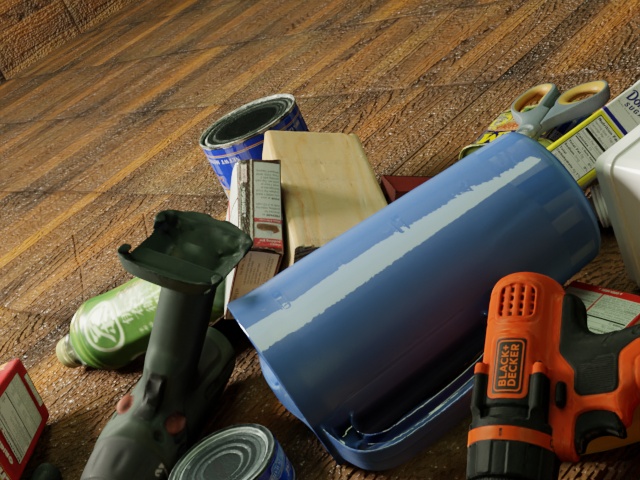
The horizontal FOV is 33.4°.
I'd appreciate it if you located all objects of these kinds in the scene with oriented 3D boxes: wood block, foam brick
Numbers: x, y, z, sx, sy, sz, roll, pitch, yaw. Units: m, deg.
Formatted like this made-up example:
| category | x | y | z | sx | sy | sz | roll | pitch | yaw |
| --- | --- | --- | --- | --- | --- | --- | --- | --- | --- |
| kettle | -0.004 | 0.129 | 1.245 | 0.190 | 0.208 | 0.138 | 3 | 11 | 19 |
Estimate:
| category | x | y | z | sx | sy | sz | roll | pitch | yaw |
| --- | --- | --- | --- | --- | --- | --- | --- | --- | --- |
| wood block | 0.004 | -0.008 | 0.899 | 0.090 | 0.091 | 0.206 | 1 | 30 | -10 |
| foam brick | 0.077 | -0.011 | 0.894 | 0.051 | 0.078 | 0.053 | 0 | 19 | -11 |

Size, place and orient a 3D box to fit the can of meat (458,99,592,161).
| category | x | y | z | sx | sy | sz | roll | pitch | yaw |
| --- | --- | --- | --- | --- | --- | --- | --- | --- | --- |
| can of meat | 0.191 | -0.083 | 0.971 | 0.102 | 0.057 | 0.083 | -3 | 29 | 40 |

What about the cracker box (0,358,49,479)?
| category | x | y | z | sx | sy | sz | roll | pitch | yaw |
| --- | --- | --- | --- | --- | --- | --- | --- | --- | --- |
| cracker box | -0.317 | 0.185 | 0.862 | 0.164 | 0.072 | 0.214 | -28 | 10 | -2 |

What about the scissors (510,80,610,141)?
| category | x | y | z | sx | sy | sz | roll | pitch | yaw |
| --- | --- | --- | --- | --- | --- | --- | --- | --- | --- |
| scissors | 0.192 | -0.095 | 0.895 | 0.096 | 0.016 | 0.201 | -12 | 24 | 22 |

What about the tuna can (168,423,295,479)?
| category | x | y | z | sx | sy | sz | roll | pitch | yaw |
| --- | --- | --- | --- | --- | --- | --- | --- | --- | --- |
| tuna can | -0.063 | 0.167 | 0.741 | 0.086 | 0.033 | 0.086 | -22 | 24 | 10 |

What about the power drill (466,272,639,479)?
| category | x | y | z | sx | sy | sz | roll | pitch | yaw |
| --- | --- | --- | --- | --- | --- | --- | --- | --- | --- |
| power drill | 0.170 | 0.099 | 0.573 | 0.188 | 0.057 | 0.184 | -4 | 61 | 26 |

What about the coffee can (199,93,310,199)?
| category | x | y | z | sx | sy | sz | roll | pitch | yaw |
| --- | --- | --- | --- | --- | --- | --- | --- | --- | --- |
| coffee can | -0.043 | -0.058 | 1.049 | 0.103 | 0.140 | 0.103 | -22 | 24 | 10 |

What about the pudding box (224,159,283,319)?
| category | x | y | z | sx | sy | sz | roll | pitch | yaw |
| --- | --- | --- | --- | --- | --- | --- | --- | --- | --- |
| pudding box | -0.056 | 0.001 | 0.866 | 0.039 | 0.114 | 0.090 | 1 | 58 | -9 |

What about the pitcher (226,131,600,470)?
| category | x | y | z | sx | sy | sz | roll | pitch | yaw |
| --- | --- | --- | --- | --- | --- | --- | --- | --- | --- |
| pitcher | 0.072 | 0.039 | 0.725 | 0.242 | 0.149 | 0.145 | -35 | -5 | -5 |
